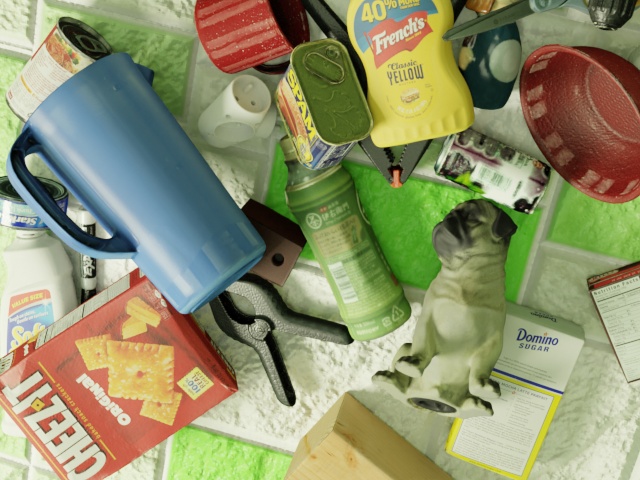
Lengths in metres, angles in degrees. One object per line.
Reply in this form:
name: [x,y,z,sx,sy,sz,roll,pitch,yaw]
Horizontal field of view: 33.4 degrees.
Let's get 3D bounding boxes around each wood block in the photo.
wood block: [0.073,0.275,1.156,0.206,0.090,0.090,39,113,-4]

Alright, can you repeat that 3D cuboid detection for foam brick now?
foam brick: [-0.057,0.001,1.108,0.078,0.051,0.053,28,112,1]

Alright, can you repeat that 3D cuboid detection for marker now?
marker: [-0.256,0.022,1.175,0.020,0.020,0.121,7,110,10]

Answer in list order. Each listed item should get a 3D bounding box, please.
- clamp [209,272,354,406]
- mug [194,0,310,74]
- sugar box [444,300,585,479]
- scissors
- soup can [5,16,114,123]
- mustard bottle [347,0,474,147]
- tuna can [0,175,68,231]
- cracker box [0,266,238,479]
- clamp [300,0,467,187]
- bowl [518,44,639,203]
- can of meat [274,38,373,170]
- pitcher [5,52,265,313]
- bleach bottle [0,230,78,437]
clamp: [-0.060,0.100,1.151,0.171,0.039,0.120,34,108,6]
mug: [-0.061,-0.202,1.024,0.082,0.093,0.117,-17,141,22]
sugar box: [0.201,0.156,1.111,0.093,0.048,0.176,20,109,5]
scissors: [0.200,-0.232,0.947,0.201,0.016,0.096,-7,96,-12]
soup can: [-0.265,-0.167,1.084,0.068,0.068,0.102,42,113,-5]
mustard bottle: [0.076,-0.187,0.973,0.096,0.058,0.191,-10,100,21]
tuna can: [-0.310,-0.041,1.129,0.086,0.086,0.034,14,110,7]
cracker box: [-0.221,0.147,1.144,0.213,0.072,0.164,-34,106,0]
clamp: [0.059,-0.157,1.034,0.165,0.036,0.210,5,107,11]
bowl: [0.255,-0.116,0.968,0.055,0.162,0.162,-33,103,-19]
can of meat: [0.000,-0.125,1.003,0.057,0.084,0.102,-17,80,-19]
pitcher: [-0.173,-0.046,1.031,0.149,0.145,0.243,-40,88,11]
bleach bottle: [-0.318,0.095,1.193,0.103,0.068,0.251,2,107,16]
